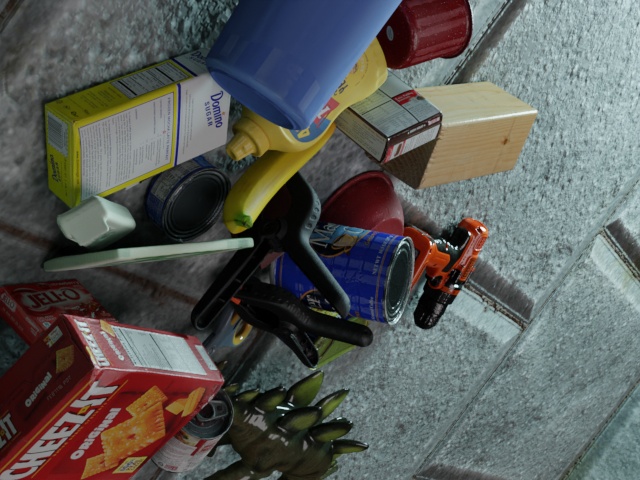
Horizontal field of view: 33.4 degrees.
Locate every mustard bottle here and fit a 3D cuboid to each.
[{"bbox_3d":[-0.021,-0.145,1.061,0.191,0.058,0.096,-43,126,-20],"label":"mustard bottle"}]

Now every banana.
[{"bbox_3d":[-0.049,-0.061,1.084,0.197,0.070,0.037,-55,129,-43],"label":"banana"}]

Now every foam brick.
[{"bbox_3d":[-0.056,-0.018,1.177,0.078,0.051,0.053,-38,148,-21],"label":"foam brick"}]

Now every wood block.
[{"bbox_3d":[0.164,-0.132,1.312,0.205,0.090,0.091,-13,132,-46],"label":"wood block"}]

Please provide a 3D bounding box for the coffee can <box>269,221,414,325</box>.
[{"bbox_3d":[0.026,0.034,1.223,0.102,0.140,0.103,11,90,-70],"label":"coffee can"}]

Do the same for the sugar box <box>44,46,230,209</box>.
[{"bbox_3d":[-0.160,-0.103,0.955,0.175,0.048,0.093,-30,144,-38],"label":"sugar box"}]

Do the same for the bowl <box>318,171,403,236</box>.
[{"bbox_3d":[0.053,-0.004,1.335,0.161,0.055,0.162,-34,146,-28],"label":"bowl"}]

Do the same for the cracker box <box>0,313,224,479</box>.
[{"bbox_3d":[-0.212,0.159,1.011,0.164,0.072,0.213,-45,154,13],"label":"cracker box"}]

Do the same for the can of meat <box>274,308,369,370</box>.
[{"bbox_3d":[-0.004,0.105,1.345,0.101,0.084,0.057,-25,141,-37],"label":"can of meat"}]

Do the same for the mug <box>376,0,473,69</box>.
[{"bbox_3d":[0.094,-0.225,1.136,0.081,0.093,0.117,-23,176,-32],"label":"mug"}]

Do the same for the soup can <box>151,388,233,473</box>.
[{"bbox_3d":[-0.144,0.204,1.158,0.068,0.068,0.102,-24,161,-38],"label":"soup can"}]

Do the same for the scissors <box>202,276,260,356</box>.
[{"bbox_3d":[-0.123,0.128,1.222,0.201,0.016,0.096,-56,158,-28],"label":"scissors"}]

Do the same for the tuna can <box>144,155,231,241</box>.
[{"bbox_3d":[-0.132,-0.043,1.065,0.086,0.034,0.086,-34,145,-28],"label":"tuna can"}]

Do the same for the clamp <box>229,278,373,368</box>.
[{"bbox_3d":[-0.037,0.096,1.220,0.120,0.171,0.039,-45,-159,47],"label":"clamp"}]

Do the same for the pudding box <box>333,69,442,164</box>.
[{"bbox_3d":[0.061,-0.139,1.144,0.089,0.114,0.039,-28,145,-33],"label":"pudding box"}]

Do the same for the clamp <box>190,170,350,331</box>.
[{"bbox_3d":[-0.057,0.001,1.107,0.164,0.210,0.036,-11,147,10],"label":"clamp"}]

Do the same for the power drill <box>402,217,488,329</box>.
[{"bbox_3d":[0.151,0.049,1.524,0.187,0.057,0.184,2,118,-57],"label":"power drill"}]

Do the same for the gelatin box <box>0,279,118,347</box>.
[{"bbox_3d":[-0.246,0.069,0.994,0.089,0.073,0.030,-3,125,-51],"label":"gelatin box"}]

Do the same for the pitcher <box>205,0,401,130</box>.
[{"bbox_3d":[-0.002,-0.227,0.929,0.243,0.149,0.145,-57,159,-5],"label":"pitcher"}]
